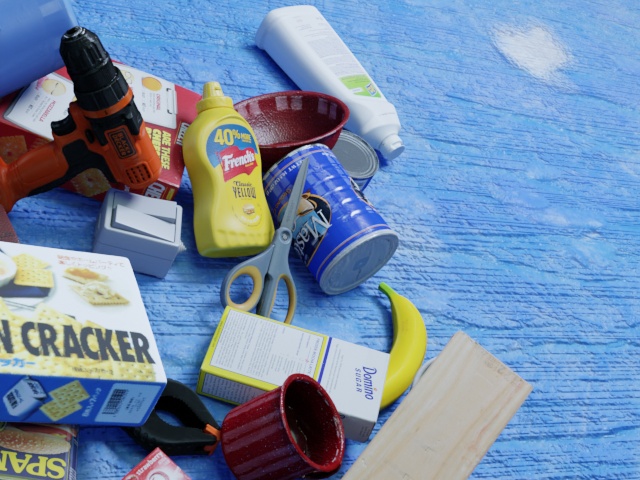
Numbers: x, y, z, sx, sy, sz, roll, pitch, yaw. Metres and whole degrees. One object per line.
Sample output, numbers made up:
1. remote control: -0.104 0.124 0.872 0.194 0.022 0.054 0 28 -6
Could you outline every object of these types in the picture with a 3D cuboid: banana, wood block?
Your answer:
1. banana: 0.078 0.125 1.155 0.069 0.037 0.197 12 40 7
2. wood block: 0.094 0.196 0.987 0.090 0.091 0.206 38 69 9

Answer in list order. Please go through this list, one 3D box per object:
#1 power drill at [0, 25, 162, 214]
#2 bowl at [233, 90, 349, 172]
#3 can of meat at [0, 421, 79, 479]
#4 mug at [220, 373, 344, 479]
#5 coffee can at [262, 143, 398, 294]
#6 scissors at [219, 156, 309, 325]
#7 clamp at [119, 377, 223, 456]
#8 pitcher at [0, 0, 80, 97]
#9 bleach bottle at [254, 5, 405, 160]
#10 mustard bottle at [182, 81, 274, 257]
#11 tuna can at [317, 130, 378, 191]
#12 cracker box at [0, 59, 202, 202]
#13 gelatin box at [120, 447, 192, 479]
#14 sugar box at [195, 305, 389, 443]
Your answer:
1. power drill: -0.267 -0.105 1.038 0.187 0.184 0.057 -17 39 4
2. bowl: -0.043 -0.124 1.279 0.162 0.055 0.162 -5 30 3
3. can of meat: -0.251 0.180 0.886 0.102 0.058 0.084 14 41 -20
4. mug: -0.030 0.186 0.983 0.117 0.082 0.093 43 33 -33
5. coffee can: 0.007 -0.024 1.205 0.102 0.103 0.140 -15 59 -40
6. scissors: -0.057 0.001 1.127 0.096 0.016 0.202 9 78 -31
7. clamp: -0.169 0.141 0.988 0.171 0.039 0.120 25 46 -12
8. pitcher: -0.361 -0.186 1.044 0.242 0.145 0.149 -27 48 -15
9. bleach bottle: 0.022 -0.206 1.424 0.102 0.068 0.251 -19 63 -41
10. mustard bottle: -0.104 -0.079 1.164 0.096 0.058 0.191 -1 78 -47
11. tuna can: 0.028 -0.099 1.342 0.086 0.034 0.086 16 43 -16
12. cracker box: -0.252 -0.127 1.176 0.213 0.072 0.164 21 44 -14
13. gelatin box: -0.146 0.232 0.917 0.073 0.030 0.089 41 42 11
14. sugar box: -0.026 0.132 1.056 0.176 0.048 0.093 19 43 -1
